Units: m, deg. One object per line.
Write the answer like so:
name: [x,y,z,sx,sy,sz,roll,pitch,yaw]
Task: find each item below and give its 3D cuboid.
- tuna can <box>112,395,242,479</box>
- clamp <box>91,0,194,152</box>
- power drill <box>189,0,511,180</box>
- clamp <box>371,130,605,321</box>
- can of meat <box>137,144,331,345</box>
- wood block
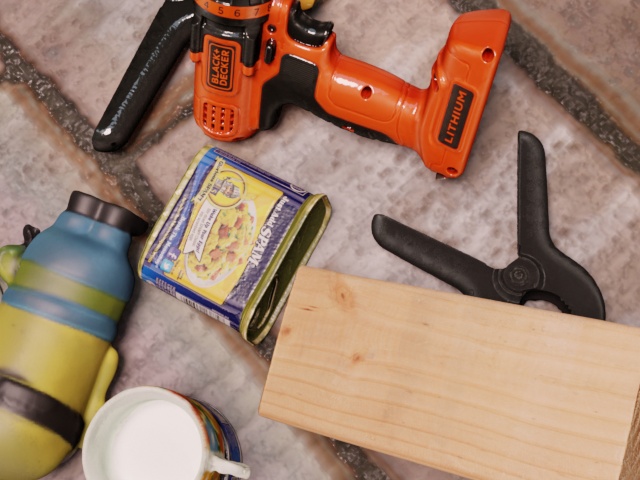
tuna can: [-0.093,0.137,0.653,0.086,0.033,0.086,-1,78,6]
clamp: [-0.094,-0.160,0.716,0.210,0.036,0.164,-22,75,-1]
power drill: [0.013,-0.121,0.635,0.188,0.184,0.057,17,46,8]
clamp: [0.125,0.016,0.652,0.120,0.039,0.171,-40,73,2]
can of meat: [-0.054,0.001,0.667,0.084,0.057,0.102,27,82,14]
wood block: [0.081,0.081,0.573,0.206,0.090,0.090,9,79,35]
